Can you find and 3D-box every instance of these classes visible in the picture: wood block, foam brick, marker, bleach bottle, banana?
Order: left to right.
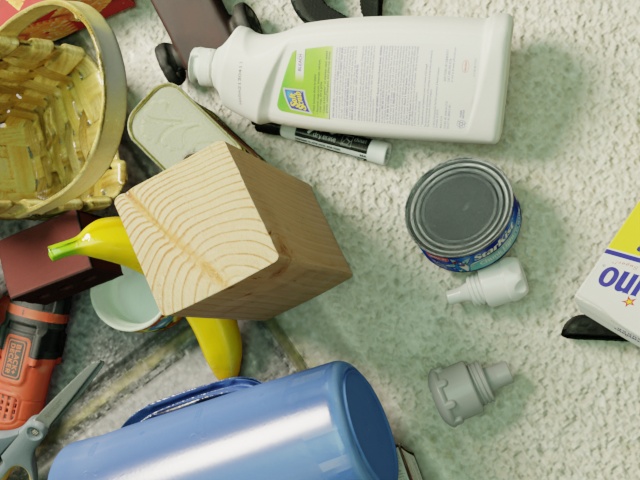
[{"bbox_3d":[-0.209,0.015,0.855,0.078,0.053,0.051,-21,77,15],"label":"foam brick"},{"bbox_3d":[-0.118,0.038,0.838,0.070,0.037,0.197,-41,120,13],"label":"banana"},{"bbox_3d":[-0.056,0.001,0.790,0.090,0.206,0.091,-27,79,11],"label":"wood block"},{"bbox_3d":[-0.001,-0.086,0.880,0.121,0.020,0.020,16,89,16],"label":"marker"},{"bbox_3d":[0.020,-0.135,0.837,0.251,0.068,0.102,7,106,11],"label":"bleach bottle"}]

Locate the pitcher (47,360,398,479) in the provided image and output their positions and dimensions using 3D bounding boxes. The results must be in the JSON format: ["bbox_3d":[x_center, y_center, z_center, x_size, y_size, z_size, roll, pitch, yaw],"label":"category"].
[{"bbox_3d":[-0.070,0.171,0.802,0.243,0.144,0.149,-23,77,16],"label":"pitcher"}]

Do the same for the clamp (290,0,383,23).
[{"bbox_3d":[0.006,-0.239,0.882,0.120,0.039,0.171,-43,82,12],"label":"clamp"}]

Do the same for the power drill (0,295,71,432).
[{"bbox_3d":[-0.308,0.061,0.931,0.188,0.057,0.184,13,88,16],"label":"power drill"}]

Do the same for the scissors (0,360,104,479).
[{"bbox_3d":[-0.254,0.152,0.879,0.096,0.016,0.202,25,120,-7],"label":"scissors"}]

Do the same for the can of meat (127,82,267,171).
[{"bbox_3d":[-0.096,-0.073,0.871,0.102,0.084,0.057,44,96,15],"label":"can of meat"}]

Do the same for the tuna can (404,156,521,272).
[{"bbox_3d":[0.110,-0.019,0.821,0.086,0.033,0.086,-11,60,20],"label":"tuna can"}]
